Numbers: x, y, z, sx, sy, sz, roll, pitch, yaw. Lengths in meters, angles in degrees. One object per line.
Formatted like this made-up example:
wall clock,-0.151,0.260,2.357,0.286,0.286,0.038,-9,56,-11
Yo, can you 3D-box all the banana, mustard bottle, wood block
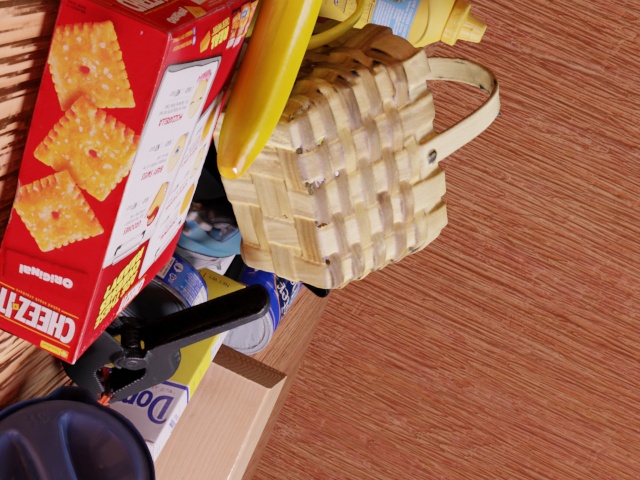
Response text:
banana,-0.027,-0.136,0.686,0.069,0.037,0.198,-27,137,-78
mustard bottle,0.060,-0.226,0.971,0.096,0.191,0.058,108,9,-47
wood block,-0.123,0.218,1.098,0.206,0.091,0.090,-66,171,6

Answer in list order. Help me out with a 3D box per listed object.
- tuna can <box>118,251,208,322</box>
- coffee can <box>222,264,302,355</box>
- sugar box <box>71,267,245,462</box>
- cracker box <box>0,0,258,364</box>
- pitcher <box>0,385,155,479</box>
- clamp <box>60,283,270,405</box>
tuna can,-0.135,0.040,0.864,0.086,0.086,0.033,106,9,-54
coffee can,-0.082,0.057,1.303,0.140,0.103,0.103,-58,170,-50
sugar box,-0.147,0.099,0.957,0.048,0.093,0.176,103,13,-58
cracker box,-0.121,-0.057,0.656,0.164,0.072,0.214,-57,170,-64
pitcher,-0.209,0.239,0.819,0.149,0.145,0.243,-35,160,-34
clamp,-0.155,0.076,0.823,0.210,0.164,0.036,-43,-136,48
